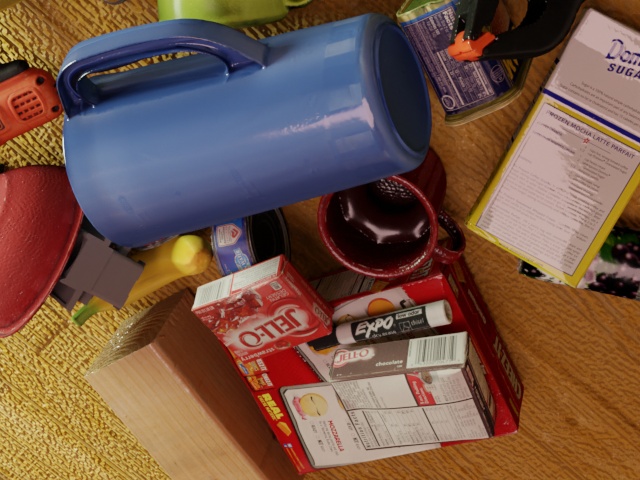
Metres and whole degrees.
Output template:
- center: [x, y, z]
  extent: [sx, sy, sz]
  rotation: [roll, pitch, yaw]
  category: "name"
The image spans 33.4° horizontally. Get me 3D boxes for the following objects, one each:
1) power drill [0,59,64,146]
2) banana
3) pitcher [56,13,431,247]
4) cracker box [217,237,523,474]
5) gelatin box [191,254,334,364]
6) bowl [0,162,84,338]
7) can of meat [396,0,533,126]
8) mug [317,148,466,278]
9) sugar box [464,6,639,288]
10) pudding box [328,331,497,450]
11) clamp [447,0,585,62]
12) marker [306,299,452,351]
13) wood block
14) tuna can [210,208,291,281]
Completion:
- center: [-0.327, -0.146, 0.862]
  extent: [0.184, 0.057, 0.187]
  rotation: [-24, 114, 1]
  category: "power drill"
- center: [-0.142, 0.029, 0.923]
  extent: [0.037, 0.069, 0.198]
  rotation: [42, 138, -21]
  category: "banana"
- center: [-0.055, -0.085, 0.748]
  extent: [0.243, 0.149, 0.145]
  rotation: [-11, 92, 26]
  category: "pitcher"
- center: [0.045, 0.104, 0.918]
  extent: [0.214, 0.072, 0.164]
  rotation: [-17, 114, 25]
  category: "cracker box"
- center: [-0.045, 0.056, 0.846]
  extent: [0.089, 0.030, 0.073]
  rotation: [-21, 127, 27]
  category: "gelatin box"
- center: [-0.260, -0.003, 0.890]
  extent: [0.055, 0.162, 0.162]
  rotation: [27, 129, -31]
  category: "bowl"
- center: [0.100, -0.139, 0.734]
  extent: [0.058, 0.102, 0.084]
  rotation: [-20, 110, 27]
  category: "can of meat"
- center: [0.062, -0.025, 0.826]
  extent: [0.117, 0.081, 0.093]
  rotation: [31, 124, -2]
  category: "mug"
- center: [0.184, -0.066, 0.756]
  extent: [0.093, 0.048, 0.176]
  rotation: [29, 103, 1]
  category: "sugar box"
- center: [0.074, 0.121, 0.845]
  extent: [0.114, 0.039, 0.090]
  rotation: [-9, 130, 22]
  category: "pudding box"
- center: [0.153, -0.168, 0.686]
  extent: [0.120, 0.039, 0.171]
  rotation: [39, 79, -11]
  category: "clamp"
- center: [0.044, 0.068, 0.841]
  extent: [0.121, 0.020, 0.020]
  rotation: [-14, 115, 24]
  category: "marker"
- center: [-0.107, 0.160, 0.988]
  extent: [0.090, 0.090, 0.206]
  rotation: [-27, 109, 29]
  category: "wood block"
- center: [-0.056, 0.001, 0.877]
  extent: [0.034, 0.086, 0.086]
  rotation: [-11, 116, 21]
  category: "tuna can"
